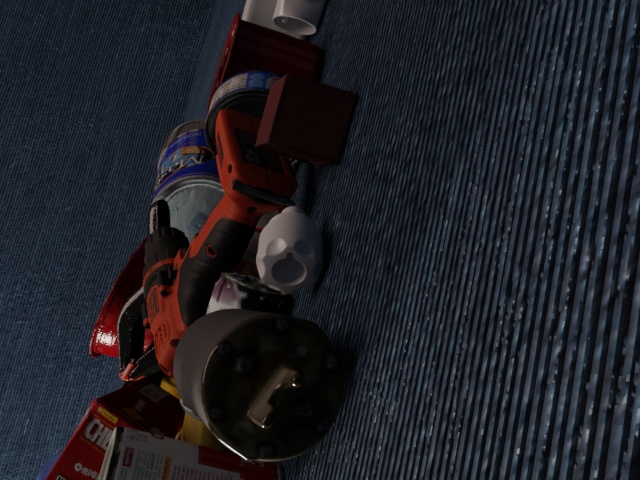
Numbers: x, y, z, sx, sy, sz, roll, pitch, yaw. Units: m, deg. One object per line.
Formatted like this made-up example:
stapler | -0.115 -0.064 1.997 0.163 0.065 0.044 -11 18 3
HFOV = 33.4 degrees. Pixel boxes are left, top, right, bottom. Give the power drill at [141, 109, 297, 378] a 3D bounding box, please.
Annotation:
power drill | -0.090 -0.007 0.858 0.188 0.057 0.184 -63 28 26

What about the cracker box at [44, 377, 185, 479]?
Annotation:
cracker box | -0.195 0.222 0.868 0.214 0.072 0.164 -57 -3 1

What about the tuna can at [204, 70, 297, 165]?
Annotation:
tuna can | -0.052 -0.097 0.885 0.033 0.086 0.086 -84 15 -50

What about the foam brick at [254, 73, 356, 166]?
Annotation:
foam brick | -0.012 -0.085 0.763 0.078 0.053 0.051 -164 90 -78

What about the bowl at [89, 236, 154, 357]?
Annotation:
bowl | -0.179 0.064 1.129 0.162 0.055 0.162 -61 -5 -9

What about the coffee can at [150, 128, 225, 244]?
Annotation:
coffee can | -0.121 -0.044 1.099 0.140 0.102 0.103 -97 26 -64

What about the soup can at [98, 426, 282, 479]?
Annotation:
soup can | -0.081 0.154 0.635 0.068 0.102 0.068 -165 90 -79

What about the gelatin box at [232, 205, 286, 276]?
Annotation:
gelatin box | -0.056 0.001 0.909 0.073 0.030 0.089 -87 18 -48

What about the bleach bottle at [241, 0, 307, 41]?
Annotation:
bleach bottle | -0.059 -0.225 1.161 0.251 0.068 0.102 -157 84 -81

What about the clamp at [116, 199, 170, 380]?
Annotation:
clamp | -0.132 0.057 0.995 0.039 0.120 0.171 12 -84 -61

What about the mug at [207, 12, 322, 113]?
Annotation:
mug | -0.051 -0.132 0.938 0.093 0.081 0.117 158 128 -76
